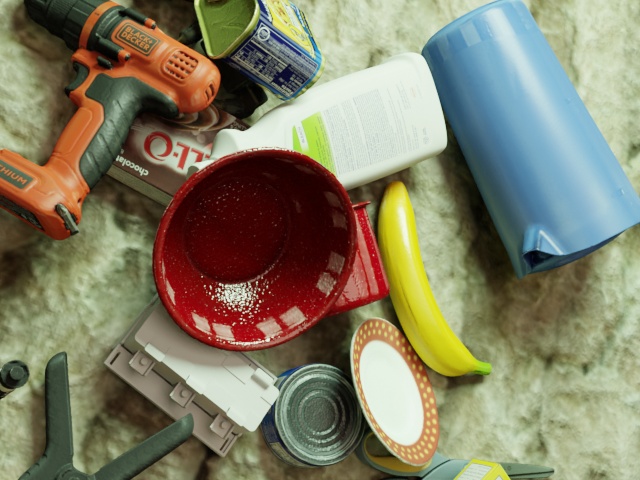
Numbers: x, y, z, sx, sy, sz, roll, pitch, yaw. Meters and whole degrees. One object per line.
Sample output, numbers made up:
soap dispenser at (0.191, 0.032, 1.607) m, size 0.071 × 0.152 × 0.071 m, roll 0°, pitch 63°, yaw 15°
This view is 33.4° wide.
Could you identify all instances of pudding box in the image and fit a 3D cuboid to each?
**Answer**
pudding box at (-0.117, -0.075, 0.888) m, size 0.113 × 0.039 × 0.090 m, roll 27°, pitch 67°, yaw -17°

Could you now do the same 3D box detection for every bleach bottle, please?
bleach bottle at (-0.005, -0.087, 0.904) m, size 0.250 × 0.068 × 0.102 m, roll -20°, pitch 95°, yaw -37°

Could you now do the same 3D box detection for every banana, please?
banana at (0.089, 0.044, 0.959) m, size 0.069 × 0.037 × 0.198 m, roll -25°, pitch 92°, yaw -55°

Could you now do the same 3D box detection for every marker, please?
marker at (-0.223, 0.100, 0.751) m, size 0.020 × 0.121 × 0.020 m, roll 6°, pitch 75°, yaw -23°

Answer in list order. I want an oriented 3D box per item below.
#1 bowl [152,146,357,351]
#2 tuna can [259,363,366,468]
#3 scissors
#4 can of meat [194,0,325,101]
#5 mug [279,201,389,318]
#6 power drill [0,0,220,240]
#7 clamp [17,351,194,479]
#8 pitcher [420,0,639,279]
bowl at (-0.055, 0.001, 0.814) m, size 0.161 × 0.055 × 0.162 m, roll -8°, pitch 111°, yaw -21°
tuna can at (-0.006, 0.146, 0.889) m, size 0.086 × 0.034 × 0.086 m, roll 6°, pitch 75°, yaw -23°
scissors at (0.116, 0.219, 0.937) m, size 0.201 × 0.016 × 0.096 m, roll 22°, pitch 71°, yaw -19°
can of meat at (-0.049, -0.170, 0.870) m, size 0.083 × 0.057 × 0.102 m, roll 30°, pitch 29°, yaw -39°
mug at (-0.002, 0.022, 0.894) m, size 0.117 × 0.093 × 0.081 m, roll -17°, pitch 90°, yaw -13°
power drill at (-0.198, -0.108, 0.829) m, size 0.184 × 0.057 × 0.187 m, roll 30°, pitch 72°, yaw 16°
clamp at (-0.170, 0.179, 0.793) m, size 0.120 × 0.039 × 0.171 m, roll 17°, pitch 78°, yaw 2°
pitcher at (0.198, -0.098, 0.997) m, size 0.145 × 0.149 × 0.243 m, roll -26°, pitch 85°, yaw 1°
